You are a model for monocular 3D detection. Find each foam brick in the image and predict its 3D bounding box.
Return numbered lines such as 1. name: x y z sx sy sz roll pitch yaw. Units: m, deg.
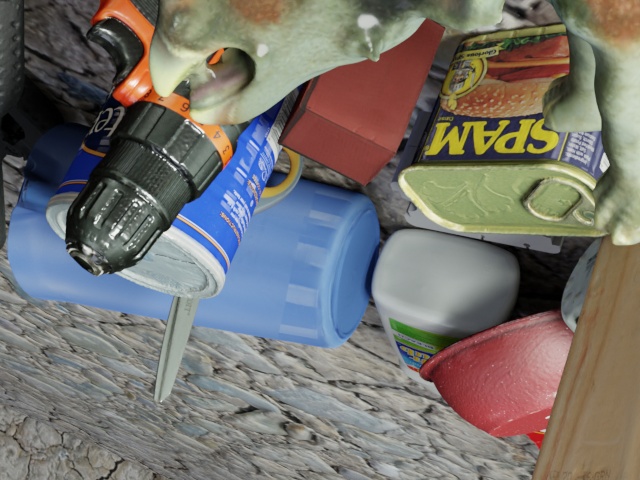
1. foam brick: 0.020 -0.077 0.532 0.051 0.078 0.053 25 161 -7

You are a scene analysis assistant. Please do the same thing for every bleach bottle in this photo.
1. bleach bottle: 0.103 0.075 0.829 0.103 0.068 0.251 15 160 17

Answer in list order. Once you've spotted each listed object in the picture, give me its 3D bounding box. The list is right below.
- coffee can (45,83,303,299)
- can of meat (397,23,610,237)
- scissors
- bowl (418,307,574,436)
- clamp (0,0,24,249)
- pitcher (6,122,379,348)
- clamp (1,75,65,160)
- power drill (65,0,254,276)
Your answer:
1. coffee can: -0.076 -0.053 0.595 0.103 0.140 0.103 19 158 8
2. can of meat: 0.098 -0.052 0.504 0.102 0.084 0.057 3 151 41
3. scissors: -0.054 0.001 0.651 0.096 0.202 0.016 5 159 -20
4. bowl: 0.151 0.094 0.726 0.162 0.055 0.162 -13 159 -5
5. clamp: -0.221 -0.095 0.679 0.210 0.036 0.164 -41 72 52
6. pitcher: -0.084 0.001 0.765 0.243 0.149 0.145 12 127 18
7. clamp: -0.217 -0.075 0.818 0.120 0.039 0.171 21 158 1
8. power drill: -0.107 -0.102 0.481 0.187 0.184 0.057 41 153 -18
